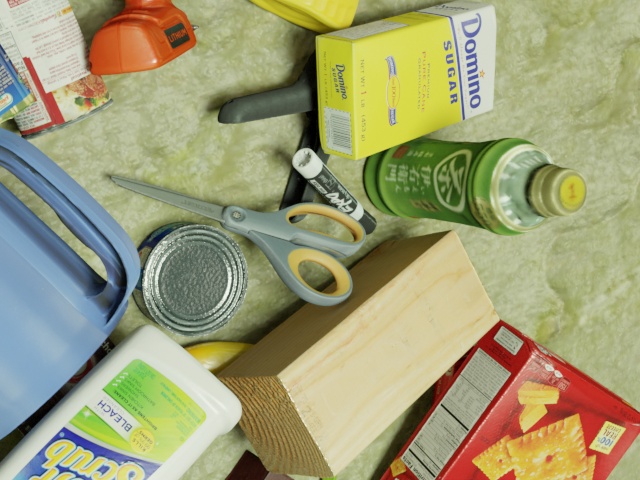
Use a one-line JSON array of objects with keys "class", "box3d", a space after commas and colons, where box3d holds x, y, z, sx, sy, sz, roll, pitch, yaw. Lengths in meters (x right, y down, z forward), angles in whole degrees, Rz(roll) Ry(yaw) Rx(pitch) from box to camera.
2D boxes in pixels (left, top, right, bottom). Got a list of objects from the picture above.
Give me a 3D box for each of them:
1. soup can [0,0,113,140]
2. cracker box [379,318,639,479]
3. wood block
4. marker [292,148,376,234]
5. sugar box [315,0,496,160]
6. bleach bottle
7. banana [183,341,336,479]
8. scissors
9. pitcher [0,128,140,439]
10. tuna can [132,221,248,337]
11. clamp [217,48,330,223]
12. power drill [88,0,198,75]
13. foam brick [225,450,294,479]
[{"class": "soup can", "box3d": [-0.192, -0.128, 0.725, 0.068, 0.069, 0.102, -29, 109, -23]}, {"class": "cracker box", "box3d": [0.161, 0.198, 0.928, 0.164, 0.072, 0.214, 32, 94, -31]}, {"class": "wood block", "box3d": [0.032, 0.085, 0.831, 0.205, 0.091, 0.090, -37, 104, -35]}, {"class": "marker", "box3d": [0.014, -0.036, 0.853, 0.020, 0.020, 0.121, -59, 142, -10]}, {"class": "sugar box", "box3d": [0.073, -0.131, 0.849, 0.175, 0.048, 0.093, -23, 121, -38]}, {"class": "bleach bottle", "box3d": [-0.166, 0.174, 0.696, 0.102, 0.068, 0.250, 41, 60, -1]}, {"class": "banana", "box3d": [-0.032, 0.129, 0.862, 0.197, 0.037, 0.069, 43, 74, -26]}, {"class": "scissors", "box3d": [-0.055, 0.001, 0.795, 0.201, 0.016, 0.096, 5, 56, -24]}, {"class": "pitcher", "box3d": [-0.236, -0.005, 0.648, 0.149, 0.145, 0.242, -46, 104, -20]}, {"class": "tuna can", "box3d": [-0.100, 0.029, 0.814, 0.086, 0.034, 0.086, -4, 98, -28]}, {"class": "clamp", "box3d": [-0.005, -0.110, 0.842, 0.171, 0.039, 0.120, -55, 136, -15]}, {"class": "power drill", "box3d": [-0.134, -0.208, 0.700, 0.057, 0.184, 0.188, -2, 108, 12]}, {"class": "foam brick", "box3d": [-0.053, 0.218, 0.854, 0.053, 0.051, 0.078, 40, 77, -26]}]
